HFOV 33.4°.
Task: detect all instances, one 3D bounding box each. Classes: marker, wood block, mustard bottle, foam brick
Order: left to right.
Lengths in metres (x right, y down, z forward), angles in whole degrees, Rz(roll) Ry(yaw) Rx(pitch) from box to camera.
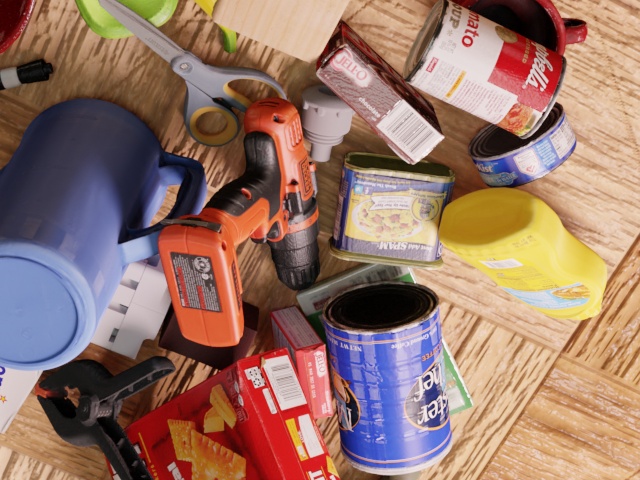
[{"bbox_3d":[-0.284,-0.132,0.902,0.121,0.020,0.020,-12,112,5],"label":"marker"},{"bbox_3d":[-0.100,0.078,0.971,0.078,0.051,0.053,24,109,-10],"label":"foam brick"},{"bbox_3d":[0.001,-0.242,0.773,0.090,0.090,0.206,22,138,-10],"label":"wood block"},{"bbox_3d":[0.191,0.022,0.919,0.096,0.058,0.191,-7,150,41],"label":"mustard bottle"}]

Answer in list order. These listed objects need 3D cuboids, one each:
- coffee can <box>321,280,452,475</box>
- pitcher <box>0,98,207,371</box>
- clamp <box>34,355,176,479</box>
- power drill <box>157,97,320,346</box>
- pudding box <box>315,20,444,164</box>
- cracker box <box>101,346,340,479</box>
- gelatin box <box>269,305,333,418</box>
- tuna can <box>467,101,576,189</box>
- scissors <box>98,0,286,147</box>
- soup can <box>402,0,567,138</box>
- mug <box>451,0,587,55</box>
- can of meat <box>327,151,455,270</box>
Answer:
[{"bbox_3d":[0.060,0.120,0.942,0.103,0.103,0.140,-7,111,3],"label":"coffee can"},{"bbox_3d":[-0.192,-0.009,0.831,0.145,0.242,0.149,39,113,-17],"label":"pitcher"},{"bbox_3d":[-0.196,0.161,0.956,0.039,0.172,0.120,18,75,-46],"label":"clamp"},{"bbox_3d":[-0.056,0.001,0.866,0.057,0.187,0.184,3,124,22],"label":"power drill"},{"bbox_3d":[0.046,-0.122,0.868,0.039,0.090,0.113,-42,107,17],"label":"pudding box"},{"bbox_3d":[-0.088,0.211,0.935,0.214,0.071,0.164,-33,74,37],"label":"cracker box"},{"bbox_3d":[-0.017,0.110,0.962,0.030,0.089,0.073,-13,113,-15],"label":"gelatin box"},{"bbox_3d":[0.168,-0.079,0.887,0.086,0.086,0.033,-27,111,10],"label":"tuna can"},{"bbox_3d":[-0.115,-0.128,0.857,0.201,0.016,0.096,18,131,-39],"label":"scissors"},{"bbox_3d":[0.120,-0.127,0.788,0.102,0.068,0.069,24,110,-9],"label":"soup can"},{"bbox_3d":[0.154,-0.166,0.854,0.117,0.081,0.093,-7,112,3],"label":"mug"},{"bbox_3d":[0.062,-0.027,0.925,0.102,0.057,0.084,7,110,-3],"label":"can of meat"}]
